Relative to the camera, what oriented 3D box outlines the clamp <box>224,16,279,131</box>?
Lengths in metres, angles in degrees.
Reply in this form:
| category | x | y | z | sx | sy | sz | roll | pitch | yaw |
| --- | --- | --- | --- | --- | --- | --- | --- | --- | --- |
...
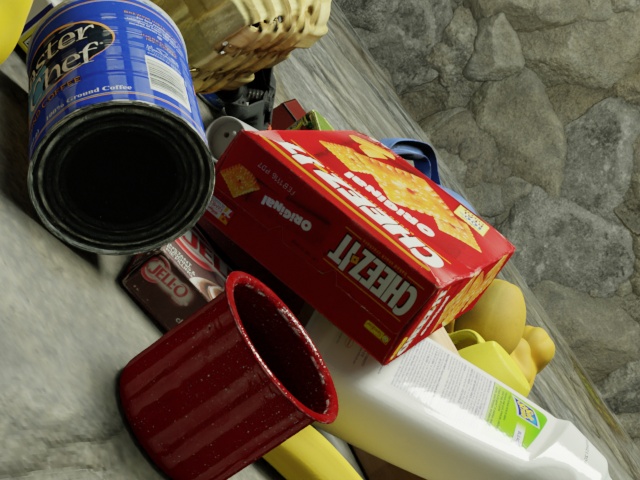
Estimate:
| category | x | y | z | sx | sy | sz | roll | pitch | yaw |
| --- | --- | --- | --- | --- | --- | --- | --- | --- | --- |
| clamp | -0.067 | -0.137 | 1.049 | 0.039 | 0.120 | 0.171 | 18 | -27 | 9 |

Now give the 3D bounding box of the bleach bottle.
| category | x | y | z | sx | sy | sz | roll | pitch | yaw |
| --- | --- | --- | --- | --- | --- | --- | --- | --- | --- |
| bleach bottle | 0.094 | 0.129 | 0.716 | 0.251 | 0.068 | 0.102 | 29 | 38 | 3 |

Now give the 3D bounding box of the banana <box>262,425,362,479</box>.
| category | x | y | z | sx | sy | sz | roll | pitch | yaw |
| --- | --- | --- | --- | --- | --- | --- | --- | --- | --- |
| banana | 0.014 | 0.168 | 0.654 | 0.198 | 0.037 | 0.069 | 55 | 11 | 2 |

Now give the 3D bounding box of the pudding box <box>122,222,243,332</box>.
| category | x | y | z | sx | sy | sz | roll | pitch | yaw |
| --- | --- | --- | --- | --- | --- | --- | --- | --- | --- |
| pudding box | -0.071 | 0.039 | 0.680 | 0.113 | 0.039 | 0.090 | 50 | 13 | -16 |

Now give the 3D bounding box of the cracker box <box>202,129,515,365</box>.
| category | x | y | z | sx | sy | sz | roll | pitch | yaw |
| --- | --- | --- | --- | --- | --- | --- | --- | --- | --- |
| cracker box | 0.034 | -0.008 | 0.745 | 0.164 | 0.072 | 0.213 | 38 | 17 | 14 |

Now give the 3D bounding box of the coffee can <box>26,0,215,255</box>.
| category | x | y | z | sx | sy | sz | roll | pitch | yaw |
| --- | --- | --- | --- | --- | --- | --- | --- | --- | --- |
| coffee can | -0.123 | -0.073 | 0.638 | 0.102 | 0.103 | 0.140 | 45 | 16 | -37 |

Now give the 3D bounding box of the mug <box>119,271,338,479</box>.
| category | x | y | z | sx | sy | sz | roll | pitch | yaw |
| --- | --- | --- | --- | --- | --- | --- | --- | --- | --- |
| mug | -0.046 | 0.077 | 0.570 | 0.093 | 0.081 | 0.117 | 57 | 13 | 14 |

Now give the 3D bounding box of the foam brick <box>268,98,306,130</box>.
| category | x | y | z | sx | sy | sz | roll | pitch | yaw |
| --- | --- | --- | --- | --- | --- | --- | --- | --- | --- |
| foam brick | -0.039 | -0.120 | 1.174 | 0.051 | 0.053 | 0.078 | 53 | 12 | -4 |
